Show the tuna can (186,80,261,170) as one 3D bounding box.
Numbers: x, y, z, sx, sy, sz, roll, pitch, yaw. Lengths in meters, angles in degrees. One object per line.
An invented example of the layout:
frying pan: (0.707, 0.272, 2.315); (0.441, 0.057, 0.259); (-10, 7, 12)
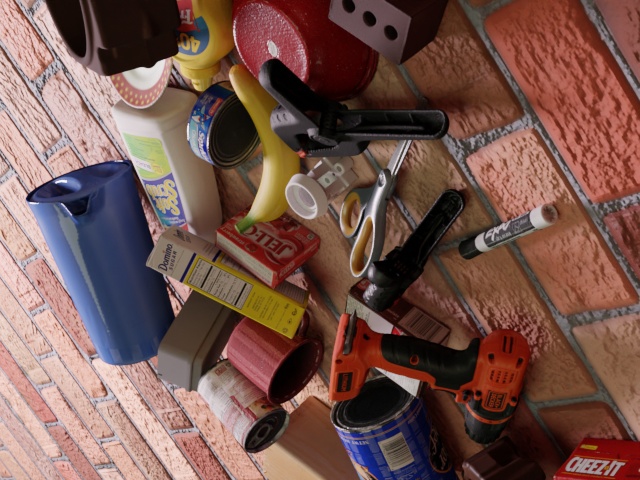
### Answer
tuna can: (-0.093, -0.116, 1.071); (0.034, 0.086, 0.086); (28, 140, 31)

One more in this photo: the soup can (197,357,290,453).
soup can: (-0.094, 0.198, 1.289); (0.102, 0.068, 0.068); (42, 147, 33)

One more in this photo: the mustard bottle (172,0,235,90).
mustard bottle: (-0.122, -0.228, 1.023); (0.096, 0.058, 0.192); (30, 141, 31)

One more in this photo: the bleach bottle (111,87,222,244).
bleach bottle: (-0.154, -0.052, 1.223); (0.103, 0.068, 0.251); (16, 136, 38)

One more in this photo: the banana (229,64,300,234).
banana: (-0.053, -0.090, 1.068); (0.037, 0.069, 0.198); (44, 144, 43)

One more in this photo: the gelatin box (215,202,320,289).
gelatin box: (-0.057, 0.001, 1.152); (0.089, 0.073, 0.030); (34, 142, 22)

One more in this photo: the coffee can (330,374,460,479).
coffee can: (0.085, 0.233, 1.185); (0.103, 0.102, 0.140); (0, 122, 48)

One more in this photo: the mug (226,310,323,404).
mug: (-0.052, 0.123, 1.259); (0.082, 0.093, 0.117); (35, 112, 29)

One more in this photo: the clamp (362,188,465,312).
clamp: (0.071, 0.029, 1.000); (0.039, 0.120, 0.172); (46, 150, 15)

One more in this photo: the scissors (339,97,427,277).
scissors: (0.055, -0.060, 1.011); (0.096, 0.016, 0.202); (-123, 41, -53)

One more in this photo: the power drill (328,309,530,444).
power drill: (0.104, 0.137, 1.054); (0.187, 0.057, 0.184); (8, 142, 4)

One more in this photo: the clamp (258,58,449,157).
clamp: (-0.001, -0.110, 0.953); (0.164, 0.036, 0.210); (18, 170, -19)

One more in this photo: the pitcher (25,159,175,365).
pitcher: (-0.265, 0.026, 1.345); (0.145, 0.149, 0.243); (0, 116, 37)

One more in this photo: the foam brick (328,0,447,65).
foam brick: (0.055, -0.190, 0.865); (0.078, 0.051, 0.053); (37, 144, 18)

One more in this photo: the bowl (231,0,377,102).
bowl: (-0.028, -0.185, 0.960); (0.162, 0.055, 0.162); (29, 141, 27)

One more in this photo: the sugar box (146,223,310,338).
sugar box: (-0.099, 0.043, 1.174); (0.176, 0.048, 0.093); (25, -173, -2)

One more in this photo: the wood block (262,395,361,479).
wood block: (0.036, 0.298, 1.312); (0.206, 0.090, 0.091); (33, 141, 23)

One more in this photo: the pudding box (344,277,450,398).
pudding box: (0.076, 0.102, 1.129); (0.114, 0.039, 0.090); (35, 144, 24)

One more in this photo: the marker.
marker: (0.163, -0.006, 0.946); (0.020, 0.020, 0.121); (53, 146, -5)
